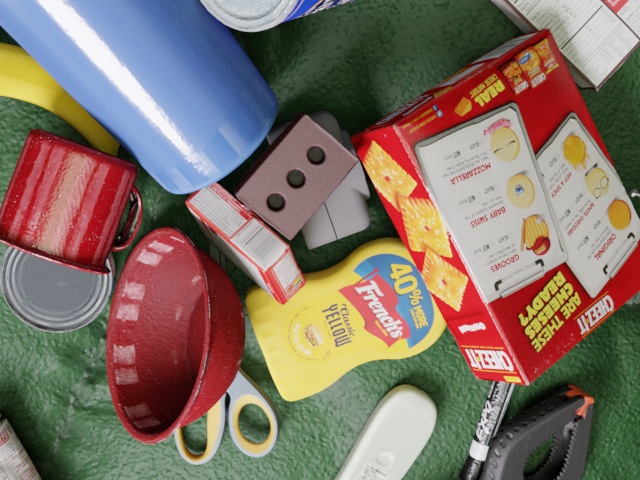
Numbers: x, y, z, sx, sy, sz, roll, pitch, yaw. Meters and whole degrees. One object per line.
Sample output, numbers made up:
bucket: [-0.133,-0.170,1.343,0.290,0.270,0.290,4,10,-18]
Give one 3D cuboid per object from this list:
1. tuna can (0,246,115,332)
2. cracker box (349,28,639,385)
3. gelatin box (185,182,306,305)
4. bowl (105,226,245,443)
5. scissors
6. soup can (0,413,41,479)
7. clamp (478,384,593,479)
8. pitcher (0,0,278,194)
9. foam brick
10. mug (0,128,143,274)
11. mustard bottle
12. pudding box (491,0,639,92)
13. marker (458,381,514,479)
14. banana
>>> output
tuna can: [-0.204,0.026,0.836,0.086,0.034,0.086,-1,101,-4]
cracker box: [0.142,-0.026,0.803,0.164,0.072,0.213,-34,103,-25]
gelatin box: [-0.055,0.001,0.800,0.089,0.073,0.030,40,78,22]
bowl: [-0.104,0.072,0.809,0.055,0.162,0.162,9,102,-35]
scissors: [-0.065,0.091,0.862,0.096,0.016,0.202,16,99,4]
soup can: [-0.259,0.197,0.848,0.068,0.068,0.102,-25,101,1]
clamp: [0.167,0.218,0.890,0.164,0.036,0.210,39,89,-28]
pitcher: [-0.136,-0.159,0.750,0.149,0.145,0.242,-40,115,0]
foam brick: [-0.018,-0.048,0.768,0.053,0.051,0.078,39,96,-10]
mug: [-0.173,-0.027,0.770,0.117,0.093,0.081,19,92,-49]
mustard bottle: [0.043,0.051,0.845,0.191,0.058,0.096,-21,96,0]
pudding box: [0.200,-0.184,0.820,0.113,0.039,0.090,42,96,-8]
marker: [0.142,0.151,0.891,0.020,0.020,0.121,16,100,-7]
banana: [-0.218,-0.106,0.776,0.197,0.037,0.069,22,80,-35]
